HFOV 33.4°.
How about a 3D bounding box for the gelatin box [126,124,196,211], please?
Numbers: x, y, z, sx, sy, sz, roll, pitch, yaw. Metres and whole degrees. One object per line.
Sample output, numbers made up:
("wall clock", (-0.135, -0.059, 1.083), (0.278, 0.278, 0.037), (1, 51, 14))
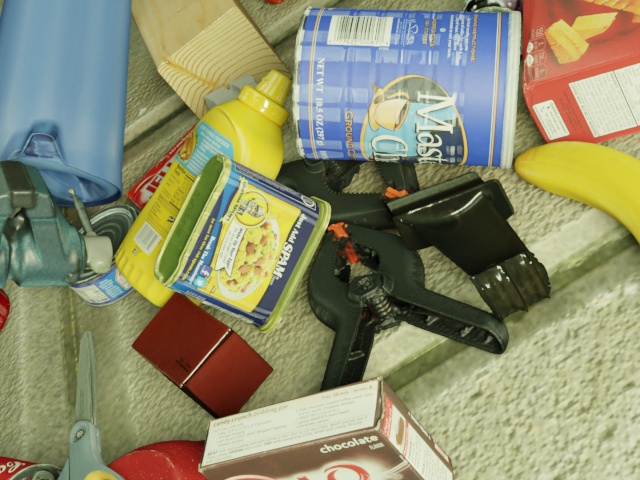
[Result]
("gelatin box", (-0.114, -0.051, 0.905), (0.089, 0.030, 0.073), (-46, 38, -8))

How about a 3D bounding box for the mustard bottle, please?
("mustard bottle", (-0.079, -0.043, 0.805), (0.192, 0.058, 0.096), (-58, 37, 5))

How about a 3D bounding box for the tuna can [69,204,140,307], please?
("tuna can", (-0.176, 0.012, 0.893), (0.086, 0.033, 0.086), (-23, 41, 21))

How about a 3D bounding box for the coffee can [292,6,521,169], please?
("coffee can", (0.059, -0.102, 0.710), (0.140, 0.103, 0.102), (3, 50, 8))

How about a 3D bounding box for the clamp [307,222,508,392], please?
("clamp", (0.046, 0.039, 0.677), (0.120, 0.039, 0.171), (-16, 39, 3))

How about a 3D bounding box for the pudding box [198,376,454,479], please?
("pudding box", (0.004, 0.124, 0.584), (0.114, 0.090, 0.039), (-20, 41, 24))

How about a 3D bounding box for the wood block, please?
("wood block", (-0.114, -0.199, 1.003), (0.090, 0.090, 0.206), (-37, 38, 5))

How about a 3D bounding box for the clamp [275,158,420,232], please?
("clamp", (0.012, -0.069, 0.807), (0.210, 0.036, 0.164), (25, 80, 49))

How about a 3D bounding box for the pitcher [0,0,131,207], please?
("pitcher", (-0.237, -0.155, 0.973), (0.149, 0.144, 0.243), (-7, 72, 36))

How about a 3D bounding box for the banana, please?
("banana", (0.176, -0.013, 0.618), (0.070, 0.037, 0.198), (-32, 38, 8))

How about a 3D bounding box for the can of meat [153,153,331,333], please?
("can of meat", (-0.055, 0.001, 0.733), (0.102, 0.083, 0.057), (-64, 24, 1))

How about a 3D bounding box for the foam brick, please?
("foam brick", (-0.082, 0.080, 0.732), (0.053, 0.051, 0.078), (-49, 38, -10))

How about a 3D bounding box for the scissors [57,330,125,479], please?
("scissors", (-0.163, 0.142, 0.675), (0.096, 0.016, 0.202), (-39, 37, 2))
